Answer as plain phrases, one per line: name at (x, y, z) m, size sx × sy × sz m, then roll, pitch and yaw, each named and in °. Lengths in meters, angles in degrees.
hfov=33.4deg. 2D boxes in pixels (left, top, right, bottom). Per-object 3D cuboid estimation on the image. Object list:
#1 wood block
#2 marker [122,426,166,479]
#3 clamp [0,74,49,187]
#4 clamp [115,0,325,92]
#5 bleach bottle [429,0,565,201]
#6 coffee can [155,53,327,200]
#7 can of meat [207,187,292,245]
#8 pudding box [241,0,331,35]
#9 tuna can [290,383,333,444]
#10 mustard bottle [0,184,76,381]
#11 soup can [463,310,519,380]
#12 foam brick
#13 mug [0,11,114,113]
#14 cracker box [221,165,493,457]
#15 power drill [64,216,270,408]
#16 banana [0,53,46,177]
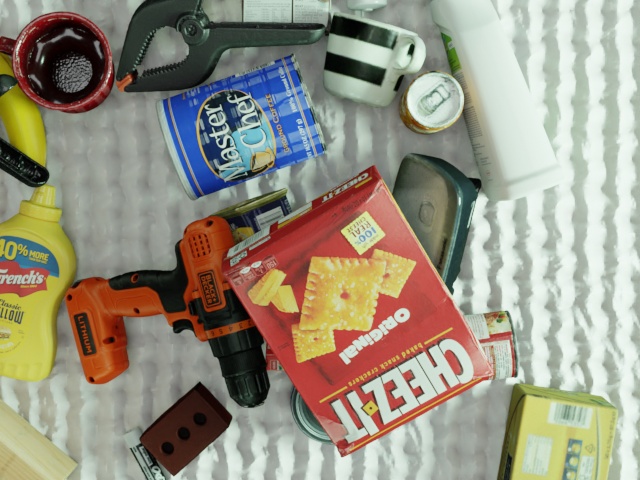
wood block at (-0.355, 0.198, 1.054) m, size 0.206 × 0.090 × 0.091 m, roll 41°, pitch 91°, yaw -2°
marker at (-0.166, 0.247, 1.091) m, size 0.020 × 0.020 × 0.121 m, roll -27°, pitch 93°, yaw 1°
clamp at (-0.342, -0.120, 1.027) m, size 0.172 × 0.039 × 0.120 m, roll 16°, pitch 127°, yaw 16°
clamp at (-0.110, -0.203, 1.028) m, size 0.210 × 0.036 × 0.164 m, roll -41°, pitch 101°, yaw 23°
bleach bottle at (0.157, -0.165, 1.026) m, size 0.068 × 0.102 × 0.251 m, roll -20°, pitch 94°, yaw -5°
coffee can at (-0.075, -0.109, 1.030) m, size 0.140 × 0.103 × 0.103 m, roll -19°, pitch 93°, yaw 1°
can of meat at (-0.057, 0.001, 1.037) m, size 0.057 × 0.102 × 0.084 m, roll -24°, pitch 96°, yaw -28°
pudding box at (-0.033, -0.261, 1.054) m, size 0.090 × 0.039 × 0.113 m, roll 1°, pitch 91°, yaw 2°
tuna can at (0.012, 0.161, 1.079) m, size 0.086 × 0.034 × 0.086 m, roll 0°, pitch 93°, yaw 0°
mustard bottle at (-0.295, 0.037, 1.060) m, size 0.096 × 0.058 × 0.191 m, roll 15°, pitch 93°, yaw 4°
soup can at (0.140, 0.109, 1.059) m, size 0.102 × 0.068 × 0.068 m, roll -7°, pitch 93°, yaw 1°
foam brick at (-0.134, 0.188, 1.071) m, size 0.078 × 0.051 × 0.053 m, roll -43°, pitch 92°, yaw 2°
mug at (-0.255, -0.171, 1.033) m, size 0.117 × 0.081 × 0.093 m, roll 15°, pitch 89°, yaw -4°
cracker box at (0.034, 0.066, 0.964) m, size 0.164 × 0.072 × 0.213 m, roll -30°, pitch 105°, yaw 7°
power drill at (-0.145, 0.085, 1.030) m, size 0.188 × 0.057 × 0.184 m, roll -16°, pitch 87°, yaw 21°
banana at (-0.326, -0.150, 1.063) m, size 0.070 × 0.037 × 0.198 m, roll -40°, pitch 91°, yaw 20°
